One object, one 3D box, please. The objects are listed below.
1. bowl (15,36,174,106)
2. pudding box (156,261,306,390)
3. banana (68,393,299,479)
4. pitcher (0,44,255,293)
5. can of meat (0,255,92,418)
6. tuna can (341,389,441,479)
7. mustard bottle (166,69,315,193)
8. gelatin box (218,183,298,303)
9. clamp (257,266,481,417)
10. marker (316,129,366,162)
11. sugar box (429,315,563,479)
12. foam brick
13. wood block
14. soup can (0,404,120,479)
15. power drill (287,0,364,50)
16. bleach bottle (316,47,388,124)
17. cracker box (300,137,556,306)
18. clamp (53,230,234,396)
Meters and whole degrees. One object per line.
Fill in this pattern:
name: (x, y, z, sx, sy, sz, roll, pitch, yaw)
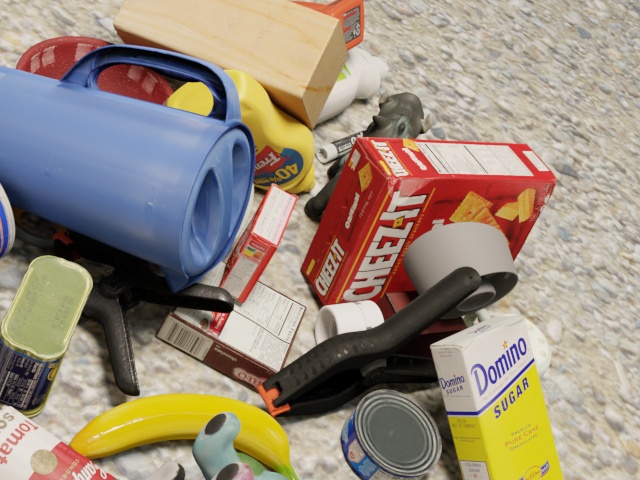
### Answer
bowl: (-0.222, -0.124, 1.037, 0.162, 0.055, 0.162, 17, 45, -18)
pudding box: (-0.077, 0.073, 0.959, 0.113, 0.039, 0.090, 30, 41, -6)
banana: (-0.104, 0.156, 0.868, 0.197, 0.037, 0.069, 13, 46, -21)
pitcher: (-0.182, -0.074, 0.884, 0.243, 0.145, 0.149, 18, 59, 15)
can of meat: (-0.223, 0.073, 0.836, 0.057, 0.084, 0.102, 23, 43, -11)
tuna can: (0.062, 0.178, 0.950, 0.086, 0.034, 0.086, 17, 45, -18)
mustard bottle: (-0.061, -0.096, 1.063, 0.191, 0.096, 0.058, 36, 45, -50)
gelatin box: (-0.056, 0.001, 0.955, 0.030, 0.073, 0.089, 28, 34, -7)
clamp: (0.046, 0.098, 0.939, 0.209, 0.165, 0.036, -15, 53, -28)
marker: (0.041, -0.113, 1.213, 0.120, 0.020, 0.020, -26, 68, -43)
sugar box: (0.161, 0.163, 0.953, 0.093, 0.048, 0.176, -19, 98, -41)
foam brick: (0.093, 0.083, 1.041, 0.078, 0.053, 0.051, -2, 53, -33)
wood block: (-0.087, -0.198, 1.063, 0.206, 0.091, 0.090, 23, 80, 12)
soup can: (-0.205, 0.173, 0.768, 0.102, 0.069, 0.068, 34, 42, 2)
power drill: (-0.058, -0.241, 1.177, 0.188, 0.057, 0.184, 11, 29, 23)
bleach bottle: (-0.008, -0.172, 1.207, 0.250, 0.068, 0.103, -20, 63, -44)
cracker box: (0.109, -0.014, 1.051, 0.213, 0.164, 0.072, -1, 40, -33)
clamp: (-0.159, 0.042, 0.908, 0.120, 0.039, 0.172, -31, 61, -24)
